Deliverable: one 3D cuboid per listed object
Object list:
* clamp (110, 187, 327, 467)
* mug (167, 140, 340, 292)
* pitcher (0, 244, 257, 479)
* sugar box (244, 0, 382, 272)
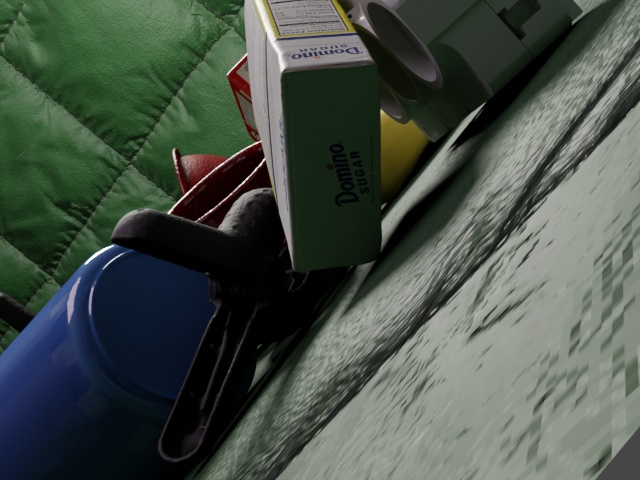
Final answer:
[{"bbox_3d":[-0.038,0.032,0.526,0.171,0.039,0.120,-21,-65,-57],"label":"clamp"},{"bbox_3d":[-0.040,-0.004,0.649,0.093,0.081,0.117,-38,17,4],"label":"mug"},{"bbox_3d":[-0.130,0.102,0.626,0.243,0.145,0.149,-44,17,43],"label":"pitcher"},{"bbox_3d":[-0.006,-0.066,0.511,0.176,0.048,0.093,-112,17,-61],"label":"sugar box"}]
